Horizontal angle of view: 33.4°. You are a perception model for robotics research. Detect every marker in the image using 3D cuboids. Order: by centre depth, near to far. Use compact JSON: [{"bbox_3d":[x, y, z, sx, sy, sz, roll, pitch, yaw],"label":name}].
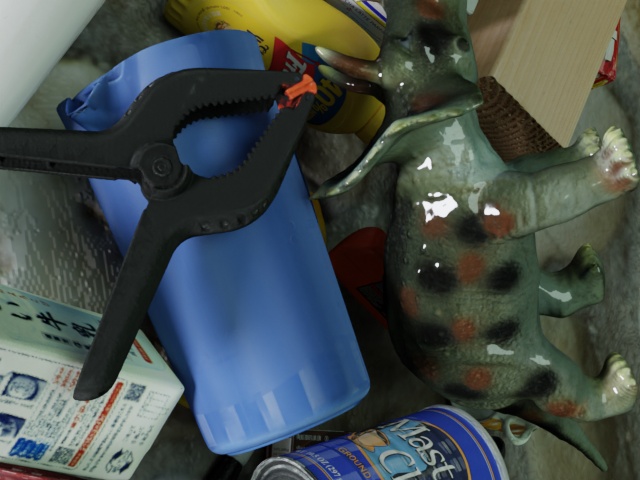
[{"bbox_3d":[-0.044,0.126,0.740,0.020,0.020,0.121,44,60,-21],"label":"marker"}]

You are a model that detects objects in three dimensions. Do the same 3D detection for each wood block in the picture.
[{"bbox_3d":[0.162,-0.169,0.813,0.090,0.090,0.206,38,66,-27],"label":"wood block"}]

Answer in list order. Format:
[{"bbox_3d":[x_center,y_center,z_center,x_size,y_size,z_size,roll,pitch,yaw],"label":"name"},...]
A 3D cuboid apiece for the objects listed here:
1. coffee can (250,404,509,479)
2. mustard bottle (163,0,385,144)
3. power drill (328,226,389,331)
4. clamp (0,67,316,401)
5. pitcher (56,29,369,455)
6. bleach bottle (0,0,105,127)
[{"bbox_3d":[0.038,0.172,0.689,0.140,0.103,0.103,-10,87,-37],"label":"coffee can"},{"bbox_3d":[-0.013,-0.128,0.740,0.191,0.096,0.058,37,57,-10],"label":"mustard bottle"},{"bbox_3d":[0.071,-0.035,0.812,0.184,0.057,0.187,45,51,-23],"label":"power drill"},{"bbox_3d":[-0.086,-0.023,0.575,0.209,0.036,0.164,-26,84,-17],"label":"clamp"},{"bbox_3d":[-0.054,0.001,0.672,0.149,0.145,0.243,-21,86,-14],"label":"pitcher"},{"bbox_3d":[-0.200,-0.086,0.617,0.068,0.103,0.250,36,63,-21],"label":"bleach bottle"}]
